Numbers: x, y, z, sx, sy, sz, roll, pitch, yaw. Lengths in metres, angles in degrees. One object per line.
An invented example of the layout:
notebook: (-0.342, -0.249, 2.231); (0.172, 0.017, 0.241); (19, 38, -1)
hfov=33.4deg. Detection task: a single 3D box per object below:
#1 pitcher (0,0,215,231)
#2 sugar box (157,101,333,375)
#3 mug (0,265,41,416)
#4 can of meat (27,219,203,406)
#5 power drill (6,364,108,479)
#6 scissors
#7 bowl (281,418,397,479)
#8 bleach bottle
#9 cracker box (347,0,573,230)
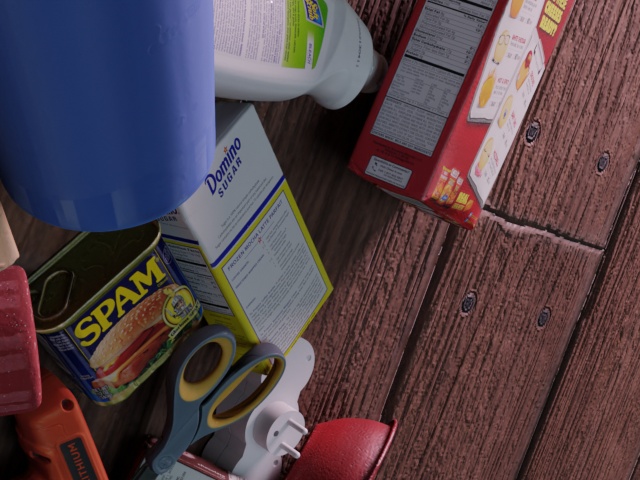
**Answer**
pitcher: (-0.099, -0.127, 0.458); (0.149, 0.145, 0.243); (-6, 137, -5)
sugar box: (-0.055, 0.001, 0.732); (0.093, 0.048, 0.176); (-53, 135, -33)
mug: (-0.200, 0.062, 0.589); (0.081, 0.117, 0.093); (-7, 74, -18)
can of meat: (-0.132, 0.043, 0.680); (0.102, 0.058, 0.084); (-44, 135, -21)
power drill: (-0.228, 0.156, 0.640); (0.187, 0.057, 0.184); (-32, 132, -26)
scissors: (-0.109, 0.130, 0.709); (0.201, 0.016, 0.096); (-39, 134, -9)
bowl: (-0.003, 0.198, 0.843); (0.162, 0.055, 0.162); (-59, 177, -6)
bleach bottle: (-0.045, -0.127, 0.672); (0.250, 0.068, 0.102); (11, 82, -48)
cracker box: (0.109, -0.125, 0.793); (0.214, 0.072, 0.164); (-67, 159, 2)
